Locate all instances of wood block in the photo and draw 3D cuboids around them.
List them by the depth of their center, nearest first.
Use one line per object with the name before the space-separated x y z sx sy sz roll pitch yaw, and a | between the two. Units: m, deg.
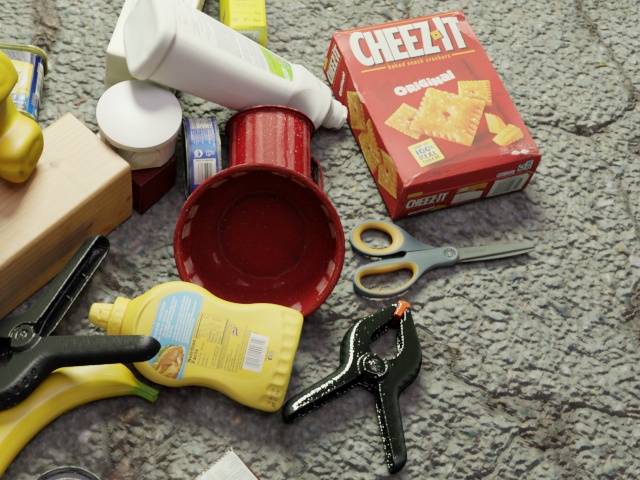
wood block | -0.281 -0.013 0.995 0.091 0.090 0.205 40 61 14

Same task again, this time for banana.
banana | -0.240 0.156 0.933 0.197 0.037 0.070 -30 67 -24

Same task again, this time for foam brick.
foam brick | -0.188 -0.077 1.071 0.078 0.053 0.051 41 61 13

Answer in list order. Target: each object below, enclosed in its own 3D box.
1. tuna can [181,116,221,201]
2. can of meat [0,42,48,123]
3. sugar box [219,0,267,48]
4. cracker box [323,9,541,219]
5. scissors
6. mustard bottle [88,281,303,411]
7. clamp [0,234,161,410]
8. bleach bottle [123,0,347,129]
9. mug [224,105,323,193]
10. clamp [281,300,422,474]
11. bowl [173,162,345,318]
tuna can | -0.119 -0.080 1.066 0.033 0.086 0.086 -3 61 -11
can of meat | -0.334 -0.152 1.086 0.102 0.057 0.084 4 61 -8
sugar box | -0.089 -0.271 1.179 0.048 0.093 0.176 -2 60 -12
cracker box | 0.118 -0.141 1.153 0.164 0.072 0.214 -13 63 -18
scissors | 0.116 0.003 1.101 0.201 0.016 0.096 -20 65 -20
mustard bottle | -0.118 0.090 0.980 0.191 0.058 0.096 14 81 -1
clamp | -0.245 0.095 0.932 0.210 0.036 0.165 -35 45 -11
bleach bottle | -0.075 -0.165 1.083 0.250 0.068 0.102 21 33 -33
mug | -0.042 -0.074 1.084 0.117 0.093 0.081 23 56 -41
clamp | 0.038 0.126 1.002 0.120 0.039 0.171 21 52 -3
bowl | -0.057 0.001 1.019 0.162 0.055 0.162 0 104 1
